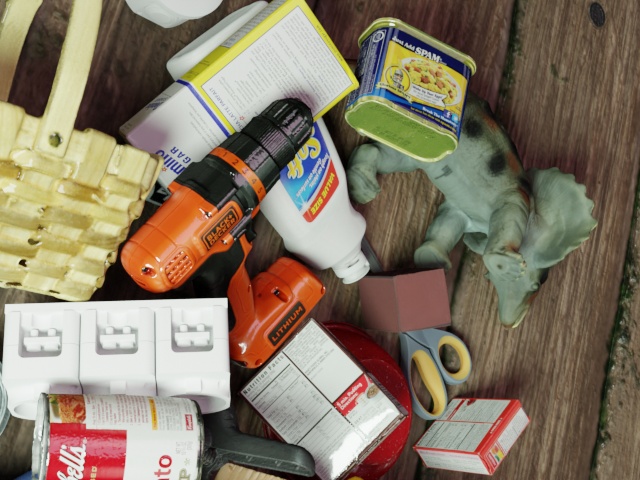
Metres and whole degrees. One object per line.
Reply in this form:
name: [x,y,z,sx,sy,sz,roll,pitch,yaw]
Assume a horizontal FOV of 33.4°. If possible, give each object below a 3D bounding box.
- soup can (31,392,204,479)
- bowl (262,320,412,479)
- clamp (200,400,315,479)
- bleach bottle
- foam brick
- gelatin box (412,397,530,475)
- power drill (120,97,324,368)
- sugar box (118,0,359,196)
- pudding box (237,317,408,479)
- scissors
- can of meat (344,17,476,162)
soup can: [-0.133,0.135,0.697,0.102,0.069,0.068,5,79,-19]
bowl: [0.029,0.150,0.942,0.161,0.055,0.162,6,80,-37]
clamp: [-0.091,0.167,0.790,0.120,0.172,0.039,-45,131,-15]
bleach bottle: [-0.026,-0.074,0.930,0.102,0.068,0.250,-43,111,-29]
foam brick: [0.074,0.053,0.962,0.052,0.078,0.051,-7,91,-24]
gelatin box: [0.142,0.183,1.003,0.073,0.089,0.030,-45,111,-33]
power drill: [-0.055,0.001,0.831,0.184,0.057,0.187,-46,143,-17]
sugar box: [-0.064,-0.106,0.845,0.176,0.048,0.093,-39,113,-6]
pudding box: [0.002,0.133,0.876,0.090,0.039,0.113,-45,75,0]
scissors: [0.093,0.071,1.028,0.096,0.016,0.202,-19,95,-37]
can of meat: [0.075,-0.124,0.896,0.102,0.058,0.084,23,61,-19]
